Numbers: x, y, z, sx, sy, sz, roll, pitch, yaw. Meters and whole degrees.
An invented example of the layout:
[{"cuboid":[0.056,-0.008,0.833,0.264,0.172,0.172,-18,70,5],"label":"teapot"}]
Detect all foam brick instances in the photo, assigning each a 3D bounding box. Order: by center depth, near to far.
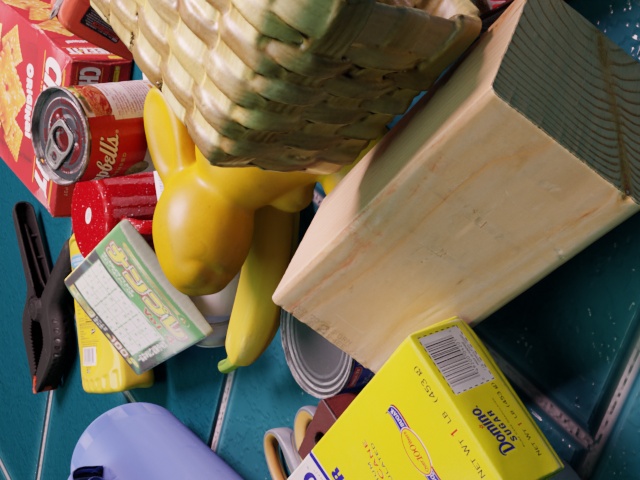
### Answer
[{"cuboid":[0.030,0.143,0.693,0.078,0.051,0.053,51,133,39],"label":"foam brick"}]

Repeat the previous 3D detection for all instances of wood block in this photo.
[{"cuboid":[0.071,-0.019,0.553,0.090,0.090,0.206,36,139,-9],"label":"wood block"}]

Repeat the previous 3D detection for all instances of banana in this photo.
[{"cuboid":[-0.044,0.008,0.774,0.070,0.037,0.198,16,96,50],"label":"banana"}]

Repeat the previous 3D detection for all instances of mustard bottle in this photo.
[{"cuboid":[-0.201,0.046,1.007,0.096,0.058,0.191,-11,85,58],"label":"mustard bottle"}]

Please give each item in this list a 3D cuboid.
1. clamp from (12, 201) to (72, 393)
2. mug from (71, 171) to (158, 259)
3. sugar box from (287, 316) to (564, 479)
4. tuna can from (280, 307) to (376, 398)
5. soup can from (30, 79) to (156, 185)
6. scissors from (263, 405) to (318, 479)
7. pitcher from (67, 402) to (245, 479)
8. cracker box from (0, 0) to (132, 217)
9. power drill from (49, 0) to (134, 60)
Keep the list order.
[{"cuboid":[-0.306,0.064,1.179,0.165,0.036,0.210,34,122,48],"label":"clamp"},{"cuboid":[-0.157,-0.019,0.915,0.117,0.081,0.093,20,111,53],"label":"mug"},{"cuboid":[0.047,0.127,0.576,0.093,0.048,0.176,58,139,23],"label":"sugar box"},{"cuboid":[0.009,0.063,0.728,0.086,0.033,0.086,11,103,54],"label":"tuna can"},{"cuboid":[-0.144,-0.079,0.761,0.069,0.102,0.068,12,107,41],"label":"soup can"},{"cuboid":[0.015,0.201,0.754,0.202,0.016,0.096,53,134,37],"label":"scissors"},{"cuboid":[-0.121,0.217,0.834,0.243,0.144,0.149,29,138,57],"label":"pitcher"},{"cuboid":[-0.275,-0.141,1.077,0.214,0.071,0.164,40,126,45],"label":"cracker box"},{"cuboid":[-0.232,-0.233,0.955,0.188,0.184,0.057,36,99,27],"label":"power drill"}]
